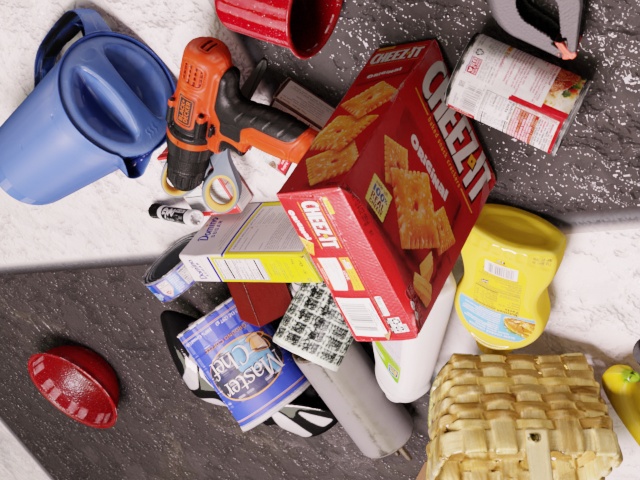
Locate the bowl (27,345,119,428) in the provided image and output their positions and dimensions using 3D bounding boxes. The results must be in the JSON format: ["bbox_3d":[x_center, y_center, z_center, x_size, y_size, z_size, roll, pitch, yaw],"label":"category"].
[{"bbox_3d":[-0.362,0.211,1.617,0.162,0.055,0.162,20,140,18],"label":"bowl"}]

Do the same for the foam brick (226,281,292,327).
[{"bbox_3d":[-0.071,0.051,1.215,0.053,0.051,0.078,16,129,58],"label":"foam brick"}]

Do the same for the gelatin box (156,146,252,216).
[{"bbox_3d":[-0.127,-0.070,1.173,0.073,0.030,0.089,-5,127,41],"label":"gelatin box"}]

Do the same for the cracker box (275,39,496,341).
[{"bbox_3d":[0.066,-0.045,0.910,0.072,0.213,0.164,-3,129,36],"label":"cracker box"}]

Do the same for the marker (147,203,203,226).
[{"bbox_3d":[-0.168,-0.030,1.224,0.020,0.020,0.121,55,158,-24],"label":"marker"}]

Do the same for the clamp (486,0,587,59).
[{"bbox_3d":[0.143,-0.210,0.822,0.120,0.039,0.171,-5,128,41],"label":"clamp"}]

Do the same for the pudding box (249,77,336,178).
[{"bbox_3d":[-0.007,-0.094,1.054,0.113,0.039,0.090,33,140,0],"label":"pudding box"}]

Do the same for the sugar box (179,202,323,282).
[{"bbox_3d":[-0.057,0.002,1.147,0.177,0.093,0.048,-3,129,39],"label":"sugar box"}]

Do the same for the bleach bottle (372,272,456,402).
[{"bbox_3d":[0.089,0.097,1.156,0.103,0.068,0.251,59,161,31],"label":"bleach bottle"}]

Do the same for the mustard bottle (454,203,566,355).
[{"bbox_3d":[0.181,0.054,1.055,0.096,0.058,0.192,20,139,19],"label":"mustard bottle"}]

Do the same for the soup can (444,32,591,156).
[{"bbox_3d":[0.161,-0.121,0.879,0.102,0.068,0.068,26,141,11],"label":"soup can"}]

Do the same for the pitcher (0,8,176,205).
[{"bbox_3d":[-0.269,-0.129,1.151,0.144,0.149,0.243,35,148,-25],"label":"pitcher"}]

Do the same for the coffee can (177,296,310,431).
[{"bbox_3d":[-0.091,0.142,1.283,0.140,0.102,0.103,55,140,1],"label":"coffee can"}]

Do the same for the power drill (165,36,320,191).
[{"bbox_3d":[-0.067,-0.083,1.027,0.188,0.057,0.185,30,138,12],"label":"power drill"}]

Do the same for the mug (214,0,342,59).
[{"bbox_3d":[-0.034,-0.222,0.910,0.082,0.093,0.117,21,109,24],"label":"mug"}]

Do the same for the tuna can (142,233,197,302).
[{"bbox_3d":[-0.168,0.033,1.266,0.086,0.086,0.033,-19,119,46],"label":"tuna can"}]

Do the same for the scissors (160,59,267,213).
[{"bbox_3d":[-0.088,-0.096,1.100,0.096,0.016,0.202,41,126,-18],"label":"scissors"}]
